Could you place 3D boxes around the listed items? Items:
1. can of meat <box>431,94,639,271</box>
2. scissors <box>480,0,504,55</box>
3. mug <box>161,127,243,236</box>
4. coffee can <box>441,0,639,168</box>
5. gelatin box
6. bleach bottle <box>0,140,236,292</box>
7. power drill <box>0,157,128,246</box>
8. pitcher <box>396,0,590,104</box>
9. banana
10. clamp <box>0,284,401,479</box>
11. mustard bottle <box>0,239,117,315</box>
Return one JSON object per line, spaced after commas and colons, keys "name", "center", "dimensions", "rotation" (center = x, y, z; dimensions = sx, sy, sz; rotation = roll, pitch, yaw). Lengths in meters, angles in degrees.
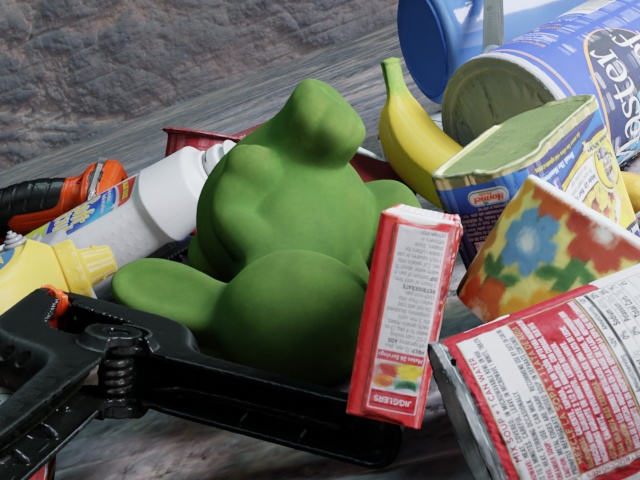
{"name": "can of meat", "center": [0.101, -0.010, 0.480], "dimensions": [0.058, 0.084, 0.101], "rotation": [-11, 18, 40]}
{"name": "scissors", "center": [0.139, -0.120, 0.755], "dimensions": [0.096, 0.016, 0.201], "rotation": [8, 70, 31]}
{"name": "mug", "center": [-0.092, -0.044, 0.871], "dimensions": [0.093, 0.081, 0.117], "rotation": [9, 1, -21]}
{"name": "coffee can", "center": [0.158, -0.087, 0.654], "dimensions": [0.140, 0.103, 0.103], "rotation": [-30, 15, -32]}
{"name": "gelatin box", "center": [0.034, 0.025, 0.408], "dimensions": [0.030, 0.073, 0.089], "rotation": [11, 5, 7]}
{"name": "bleach bottle", "center": [-0.157, -0.006, 0.803], "dimensions": [0.251, 0.068, 0.102], "rotation": [-29, 19, 23]}
{"name": "power drill", "center": [-0.245, -0.003, 0.922], "dimensions": [0.188, 0.184, 0.057], "rotation": [-4, 50, 11]}
{"name": "pitcher", "center": [0.193, -0.198, 0.878], "dimensions": [0.242, 0.149, 0.145], "rotation": [-17, 27, -15]}
{"name": "banana", "center": [0.094, -0.039, 0.606], "dimensions": [0.037, 0.070, 0.198], "rotation": [-25, 42, -34]}
{"name": "clamp", "center": [-0.092, 0.056, 0.438], "dimensions": [0.164, 0.036, 0.210], "rotation": [1, 11, -37]}
{"name": "mustard bottle", "center": [-0.217, 0.043, 0.647], "dimensions": [0.191, 0.058, 0.096], "rotation": [-20, 7, -16]}
